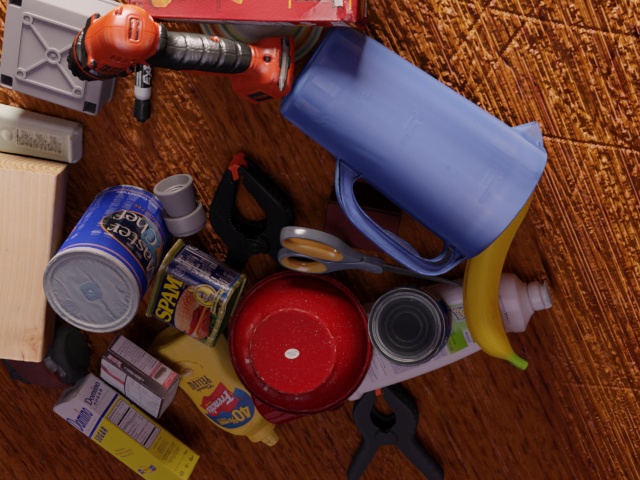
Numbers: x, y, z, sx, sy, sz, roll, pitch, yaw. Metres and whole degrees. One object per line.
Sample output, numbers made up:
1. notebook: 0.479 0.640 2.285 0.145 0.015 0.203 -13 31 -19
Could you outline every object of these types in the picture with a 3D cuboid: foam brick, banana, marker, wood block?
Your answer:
1. foam brick: 0.046 -0.026 1.121 0.078 0.053 0.051 11 123 6
2. banana: 0.182 0.035 1.101 0.069 0.037 0.198 0 96 -11
3. marker: -0.181 -0.176 1.092 0.020 0.020 0.121 11 123 4
4. wood block: -0.330 0.016 1.151 0.090 0.090 0.206 7 103 -6

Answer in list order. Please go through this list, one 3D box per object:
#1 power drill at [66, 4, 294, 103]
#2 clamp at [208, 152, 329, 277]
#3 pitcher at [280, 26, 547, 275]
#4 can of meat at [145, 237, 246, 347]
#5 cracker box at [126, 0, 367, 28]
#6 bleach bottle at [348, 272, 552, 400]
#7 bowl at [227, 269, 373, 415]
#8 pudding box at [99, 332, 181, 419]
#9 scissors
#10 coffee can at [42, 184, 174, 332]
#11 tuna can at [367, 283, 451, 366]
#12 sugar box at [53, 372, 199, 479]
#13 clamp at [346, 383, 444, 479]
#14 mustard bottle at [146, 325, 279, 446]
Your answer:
1. power drill: -0.131 -0.166 0.984 0.187 0.185 0.057 4 90 -25
2. clamp: -0.058 0.001 1.167 0.164 0.036 0.210 1 125 10
3. pitcher: 0.080 -0.091 1.027 0.242 0.149 0.145 34 135 -7
4. can of meat: -0.136 0.059 1.175 0.084 0.057 0.102 28 131 5
5. cracker box: -0.065 -0.275 0.948 0.214 0.072 0.164 4 99 10
6. bleach bottle: 0.132 0.098 1.175 0.251 0.068 0.102 -17 113 18
7. bowl: -0.026 0.114 1.141 0.162 0.055 0.162 1 95 8
8. pudding box: -0.214 0.161 1.258 0.090 0.039 0.114 34 157 2
9. scissors: 0.041 0.029 1.133 0.201 0.016 0.096 20 153 -22
10. coffee can: -0.224 0.017 1.148 0.103 0.140 0.103 5 122 8
11. tuna can: 0.094 0.089 1.127 0.086 0.033 0.086 1 93 16
12. sugar box: -0.243 0.239 1.327 0.176 0.048 0.094 38 147 -15
13. clamp: 0.072 0.234 1.285 0.120 0.039 0.171 -13 114 13
14. mustard bottle: -0.114 0.176 1.273 0.096 0.058 0.191 -26 114 34
